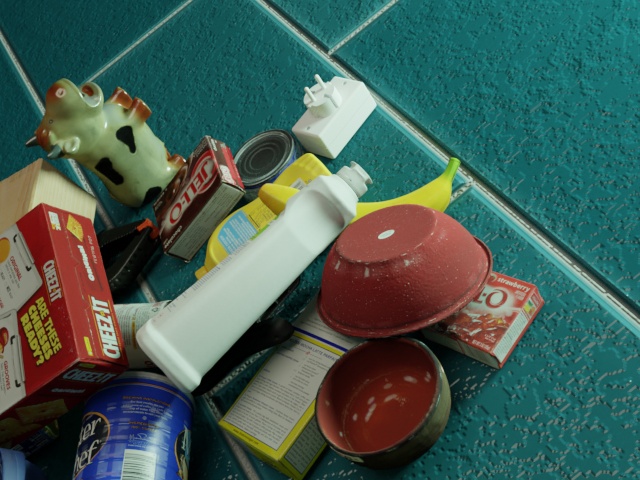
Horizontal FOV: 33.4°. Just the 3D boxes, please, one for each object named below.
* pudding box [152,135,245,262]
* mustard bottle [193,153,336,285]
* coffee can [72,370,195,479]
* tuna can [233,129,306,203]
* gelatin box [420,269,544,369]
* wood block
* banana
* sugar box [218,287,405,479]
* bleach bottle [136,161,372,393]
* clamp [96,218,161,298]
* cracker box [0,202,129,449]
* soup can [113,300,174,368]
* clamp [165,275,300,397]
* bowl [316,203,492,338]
[{"bbox_3d":[-0.135,-0.046,1.174,0.114,0.039,0.090,-51,36,23],"label":"pudding box"},{"bbox_3d":[-0.057,0.002,1.086,0.191,0.058,0.096,-39,55,-1],"label":"mustard bottle"},{"bbox_3d":[-0.167,0.202,0.948,0.103,0.102,0.140,-19,44,20],"label":"coffee can"},{"bbox_3d":[-0.058,-0.082,1.183,0.086,0.033,0.086,-20,44,20],"label":"tuna can"},{"bbox_3d":[0.135,0.061,0.918,0.089,0.030,0.073,21,67,44],"label":"gelatin box"},{"bbox_3d":[-0.319,0.025,1.173,0.090,0.090,0.206,-25,45,26],"label":"wood block"},{"bbox_3d":[0.041,-0.032,1.029,0.198,0.037,0.069,-7,70,1],"label":"banana"},{"bbox_3d":[-0.004,0.119,0.953,0.093,0.048,0.176,20,63,47],"label":"sugar box"},{"bbox_3d":[-0.051,0.023,0.951,0.250,0.068,0.103,-43,9,-7],"label":"bleach bottle"},{"bbox_3d":[-0.264,0.055,1.201,0.210,0.036,0.164,-33,43,12],"label":"clamp"},{"bbox_3d":[-0.286,0.092,0.991,0.214,0.072,0.164,-34,61,25],"label":"cracker box"},{"bbox_3d":[-0.191,0.096,1.075,0.102,0.068,0.068,-5,49,14],"label":"soup can"},{"bbox_3d":[-0.083,0.100,1.006,0.171,0.039,0.120,-43,11,10],"label":"clamp"},{"bbox_3d":[0.065,0.015,0.930,0.162,0.055,0.162,-17,29,9],"label":"bowl"}]
